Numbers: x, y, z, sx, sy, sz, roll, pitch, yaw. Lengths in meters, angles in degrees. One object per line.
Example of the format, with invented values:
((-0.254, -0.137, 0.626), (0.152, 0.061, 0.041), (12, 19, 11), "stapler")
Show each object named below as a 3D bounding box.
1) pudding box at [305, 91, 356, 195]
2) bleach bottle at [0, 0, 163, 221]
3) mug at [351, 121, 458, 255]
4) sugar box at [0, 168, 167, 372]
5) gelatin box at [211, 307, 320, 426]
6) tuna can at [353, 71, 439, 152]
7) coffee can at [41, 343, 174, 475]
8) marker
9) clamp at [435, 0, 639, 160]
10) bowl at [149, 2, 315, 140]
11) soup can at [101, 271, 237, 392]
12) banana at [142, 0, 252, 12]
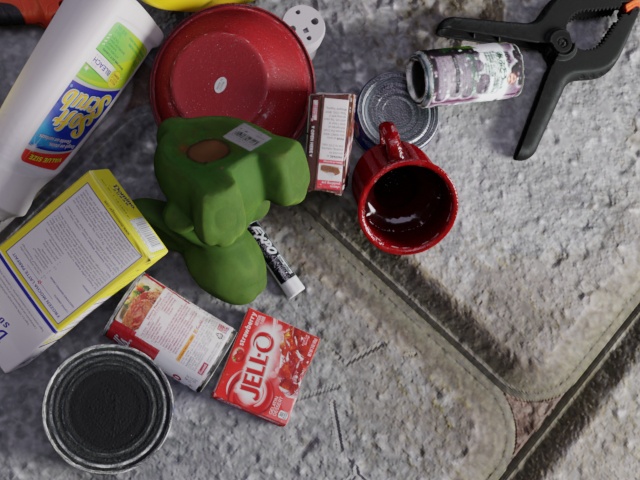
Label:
((0.010, -0.091, 0.982), (0.039, 0.113, 0.090), (5, 98, 6), "pudding box")
((-0.243, -0.112, 0.970), (0.068, 0.102, 0.251), (26, 81, 22), "bleach bottle")
((0.071, -0.055, 0.993), (0.093, 0.081, 0.117), (-17, 114, 0), "mug")
((-0.228, 0.027, 0.925), (0.176, 0.048, 0.093), (-37, 86, 17), "sugar box")
((-0.051, 0.117, 0.984), (0.073, 0.030, 0.089), (24, 76, -5), "gelatin box")
((0.073, -0.122, 1.051), (0.086, 0.034, 0.086), (2, 79, -10), "tuna can")
((-0.178, 0.144, 0.899), (0.102, 0.140, 0.103), (2, 79, -10), "coffee can")
((-0.057, 0.001, 1.011), (0.020, 0.020, 0.121), (-34, 87, -14), "marker")
((0.232, -0.202, 1.093), (0.210, 0.036, 0.164), (-37, 88, -11), "clamp")
((-0.088, -0.143, 0.987), (0.162, 0.055, 0.162), (0, 92, 8), "bowl")
((-0.134, 0.082, 0.957), (0.102, 0.068, 0.068), (32, 75, -3), "soup can")
((-0.119, -0.240, 1.000), (0.197, 0.070, 0.037), (-15, 81, -47), "banana")
